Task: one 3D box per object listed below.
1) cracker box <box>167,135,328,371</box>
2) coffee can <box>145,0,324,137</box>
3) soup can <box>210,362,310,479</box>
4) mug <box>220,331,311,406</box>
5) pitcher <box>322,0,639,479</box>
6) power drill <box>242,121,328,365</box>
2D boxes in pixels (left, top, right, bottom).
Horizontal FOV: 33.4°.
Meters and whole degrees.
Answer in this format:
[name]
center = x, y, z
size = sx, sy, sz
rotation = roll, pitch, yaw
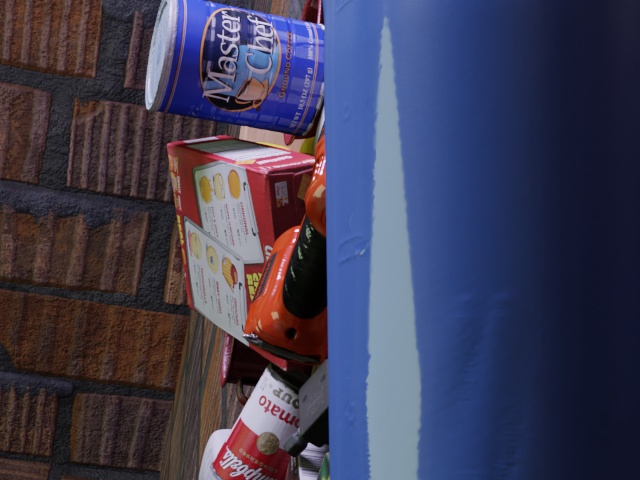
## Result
[cracker box]
center = -0.056, 0.001, 0.926
size = 0.214, 0.072, 0.164
rotation = 20, 119, 59
[coffee can]
center = -0.074, -0.152, 0.934
size = 0.103, 0.140, 0.103
rotation = -172, 90, -73
[soup can]
center = -0.039, 0.162, 0.894
size = 0.102, 0.068, 0.068
rotation = -61, 12, 5
[mug]
center = -0.053, 0.116, 1.060
size = 0.093, 0.081, 0.117
rotation = 111, 165, -51
[pitcher]
center = 0.057, 0.008, 0.378
size = 0.149, 0.145, 0.243
rotation = 49, -138, -67
[power drill]
center = 0.011, -0.029, 0.641
size = 0.188, 0.057, 0.184
rotation = 110, 178, -46
